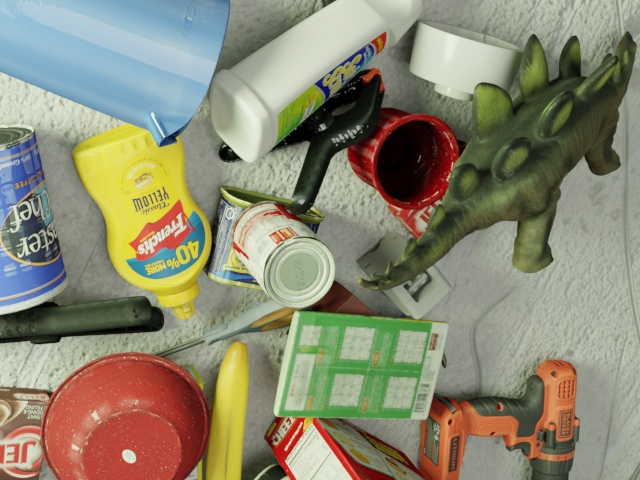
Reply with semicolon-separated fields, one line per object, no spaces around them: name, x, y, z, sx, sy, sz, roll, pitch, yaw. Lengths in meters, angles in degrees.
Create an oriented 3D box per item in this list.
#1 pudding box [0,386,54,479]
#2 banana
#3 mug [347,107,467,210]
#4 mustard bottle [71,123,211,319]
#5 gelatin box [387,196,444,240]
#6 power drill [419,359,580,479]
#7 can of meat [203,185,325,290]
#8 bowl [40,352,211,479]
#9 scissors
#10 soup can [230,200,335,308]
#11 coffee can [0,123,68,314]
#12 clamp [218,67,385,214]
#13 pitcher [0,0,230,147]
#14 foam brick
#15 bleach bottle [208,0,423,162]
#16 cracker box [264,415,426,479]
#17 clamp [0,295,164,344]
pudding box;-0.313;0.182;0.997;0.113;0.039;0.090;8;103;-24
banana;-0.095;0.202;1.074;0.037;0.069;0.198;5;109;0
mug;0.088;-0.087;1.048;0.117;0.082;0.093;-11;110;-18
mustard bottle;-0.154;-0.012;0.989;0.096;0.058;0.191;-25;114;-19
gelatin box;0.125;-0.039;1.107;0.089;0.030;0.073;-47;117;-3
power drill;0.206;0.233;1.210;0.187;0.057;0.184;-6;104;-23
can of meat;-0.057;0.001;1.033;0.102;0.057;0.084;11;103;-25
bowl;-0.178;0.188;0.994;0.162;0.055;0.162;-4;108;-13
scissors;-0.092;0.093;1.062;0.202;0.096;0.016;-24;75;15
soup can;-0.034;0.011;0.955;0.068;0.102;0.068;-7;112;-18
coffee can;-0.280;-0.019;0.912;0.102;0.103;0.140;-14;110;-17
clamp;-0.012;-0.106;1.010;0.171;0.120;0.039;-48;153;-24
pitcher;-0.203;-0.188;0.879;0.242;0.149;0.145;19;106;-17
foam brick;0.014;0.090;1.091;0.078;0.051;0.053;-45;116;-4
bleach bottle;0.012;-0.177;0.970;0.250;0.103;0.068;-40;78;-19
cracker box;0.050;0.256;1.066;0.164;0.214;0.072;34;93;-26
clamp;-0.240;0.072;0.944;0.209;0.165;0.036;-3;82;-12
